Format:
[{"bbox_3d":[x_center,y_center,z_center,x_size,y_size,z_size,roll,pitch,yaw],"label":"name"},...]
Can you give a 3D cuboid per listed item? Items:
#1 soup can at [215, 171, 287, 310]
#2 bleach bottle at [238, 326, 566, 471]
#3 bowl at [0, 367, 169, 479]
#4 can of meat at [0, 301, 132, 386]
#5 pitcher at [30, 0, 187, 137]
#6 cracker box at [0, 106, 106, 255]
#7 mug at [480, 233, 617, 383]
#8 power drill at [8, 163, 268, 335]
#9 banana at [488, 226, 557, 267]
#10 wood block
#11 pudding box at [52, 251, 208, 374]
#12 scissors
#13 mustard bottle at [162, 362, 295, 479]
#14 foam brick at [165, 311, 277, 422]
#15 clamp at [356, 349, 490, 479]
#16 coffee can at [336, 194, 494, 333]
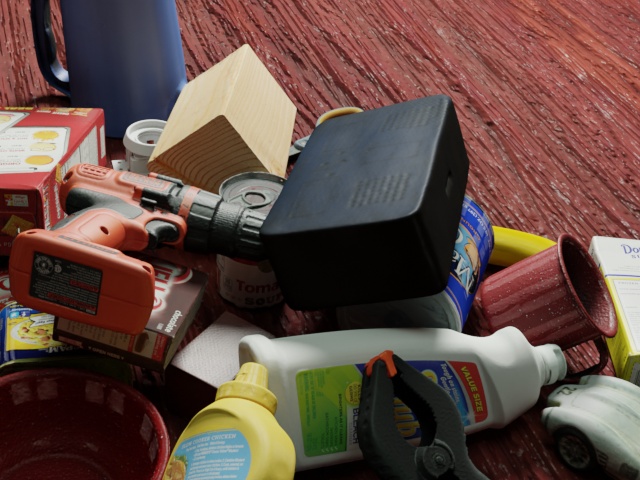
[{"bbox_3d":[-0.056,0.001,0.924,0.068,0.102,0.068,4,35,-3],"label":"soup can"},{"bbox_3d":[0.069,0.104,0.799,0.250,0.102,0.068,-8,12,-19],"label":"bleach bottle"},{"bbox_3d":[-0.183,0.160,0.722,0.162,0.055,0.162,4,35,-3],"label":"bowl"},{"bbox_3d":[-0.199,0.088,0.821,0.102,0.057,0.084,-3,34,-13],"label":"can of meat"},{"bbox_3d":[-0.222,-0.241,1.122,0.149,0.243,0.145,-18,43,-20],"label":"pitcher"},{"bbox_3d":[-0.299,-0.059,0.965,0.164,0.072,0.213,2,25,3],"label":"cracker box"},{"bbox_3d":[0.192,0.063,0.881,0.117,0.082,0.093,62,28,1],"label":"mug"},{"bbox_3d":[-0.131,0.004,0.794,0.184,0.057,0.187,13,21,6],"label":"power drill"},{"bbox_3d":[0.151,0.005,0.994,0.198,0.037,0.069,12,8,15],"label":"banana"},{"bbox_3d":[-0.089,-0.101,1.026,0.090,0.090,0.206,-31,22,17],"label":"wood block"},{"bbox_3d":[-0.142,0.048,0.809,0.090,0.039,0.113,16,26,1],"label":"pudding box"},{"bbox_3d":[0.002,-0.096,1.145,0.096,0.016,0.201,24,39,24],"label":"scissors"},{"bbox_3d":[-0.062,0.162,0.664,0.096,0.058,0.191,-20,44,39],"label":"mustard bottle"},{"bbox_3d":[-0.076,0.102,0.823,0.053,0.051,0.078,25,39,23],"label":"foam brick"},{"bbox_3d":[0.067,0.161,0.718,0.120,0.039,0.171,-27,79,-38],"label":"clamp"},{"bbox_3d":[0.083,0.030,0.904,0.103,0.103,0.140,15,36,13],"label":"coffee can"}]
